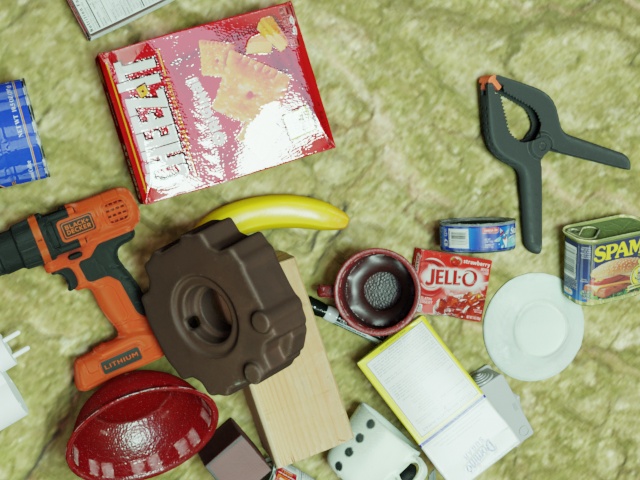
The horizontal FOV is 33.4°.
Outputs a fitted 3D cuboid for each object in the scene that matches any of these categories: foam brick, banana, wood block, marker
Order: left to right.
[{"bbox_3d":[-0.094,0.234,1.148,0.053,0.078,0.051,-40,102,-6],"label":"foam brick"},{"bbox_3d":[-0.068,-0.014,1.156,0.197,0.037,0.069,-21,87,-16],"label":"banana"},{"bbox_3d":[-0.045,0.124,1.147,0.090,0.090,0.206,-19,98,-11],"label":"wood block"},{"bbox_3d":[0.033,0.093,1.200,0.121,0.020,0.020,25,87,-14],"label":"marker"}]

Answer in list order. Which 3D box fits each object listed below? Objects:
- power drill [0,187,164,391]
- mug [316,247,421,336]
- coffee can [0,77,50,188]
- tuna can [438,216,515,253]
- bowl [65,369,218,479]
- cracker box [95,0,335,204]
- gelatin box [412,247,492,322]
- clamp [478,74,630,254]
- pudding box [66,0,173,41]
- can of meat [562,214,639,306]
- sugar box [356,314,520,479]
[{"bbox_3d":[-0.252,0.057,1.107,0.184,0.057,0.187,-22,99,-12],"label":"power drill"},{"bbox_3d":[0.055,0.055,1.164,0.117,0.081,0.093,-3,89,10],"label":"mug"},{"bbox_3d":[-0.348,-0.095,1.050,0.140,0.103,0.103,-15,97,-13],"label":"coffee can"},{"bbox_3d":[0.176,-0.006,1.195,0.086,0.086,0.034,-4,96,-14],"label":"tuna can"},{"bbox_3d":[-0.190,0.184,1.108,0.162,0.055,0.162,-16,141,-14],"label":"bowl"},{"bbox_3d":[-0.109,-0.144,1.122,0.213,0.072,0.164,-18,97,-12],"label":"cracker box"},{"bbox_3d":[0.146,0.051,1.220,0.089,0.030,0.073,10,91,-15],"label":"gelatin box"},{"bbox_3d":[0.245,-0.099,1.231,0.210,0.036,0.164,44,82,-16],"label":"clamp"},{"bbox_3d":[-0.212,-0.271,1.106,0.113,0.039,0.090,-28,100,-9],"label":"pudding box"},{"bbox_3d":[0.332,0.023,1.239,0.102,0.057,0.084,-11,112,-19],"label":"can of meat"},{"bbox_3d":[0.128,0.177,1.173,0.093,0.048,0.176,-37,87,-3],"label":"sugar box"}]
